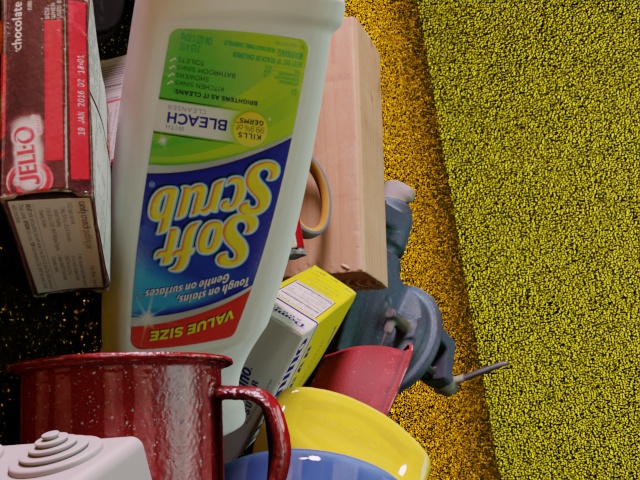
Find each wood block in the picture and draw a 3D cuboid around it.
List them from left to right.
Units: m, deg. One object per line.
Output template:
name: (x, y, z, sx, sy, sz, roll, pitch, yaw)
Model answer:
wood block: (0.000, -0.065, 0.871, 0.090, 0.091, 0.206, 35, 52, -70)

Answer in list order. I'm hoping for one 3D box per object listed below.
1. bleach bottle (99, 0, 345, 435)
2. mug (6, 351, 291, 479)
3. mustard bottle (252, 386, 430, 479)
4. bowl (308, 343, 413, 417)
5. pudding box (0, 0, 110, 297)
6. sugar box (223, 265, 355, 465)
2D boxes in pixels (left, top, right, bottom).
bleach bottle: (-0.053, 0.001, 0.523, 0.068, 0.102, 0.251, -146, -118, -76)
mug: (-0.069, 0.090, 0.435, 0.093, 0.117, 0.081, 46, 40, -75)
mustard bottle: (-0.006, 0.169, 0.648, 0.192, 0.096, 0.058, 111, 5, -46)
bowl: (0.007, 0.135, 0.767, 0.162, 0.055, 0.162, -63, 177, -6)
pudding box: (-0.109, -0.036, 0.446, 0.113, 0.039, 0.090, 105, -19, -67)
sugar box: (-0.029, 0.074, 0.681, 0.093, 0.048, 0.176, -61, 175, 11)
